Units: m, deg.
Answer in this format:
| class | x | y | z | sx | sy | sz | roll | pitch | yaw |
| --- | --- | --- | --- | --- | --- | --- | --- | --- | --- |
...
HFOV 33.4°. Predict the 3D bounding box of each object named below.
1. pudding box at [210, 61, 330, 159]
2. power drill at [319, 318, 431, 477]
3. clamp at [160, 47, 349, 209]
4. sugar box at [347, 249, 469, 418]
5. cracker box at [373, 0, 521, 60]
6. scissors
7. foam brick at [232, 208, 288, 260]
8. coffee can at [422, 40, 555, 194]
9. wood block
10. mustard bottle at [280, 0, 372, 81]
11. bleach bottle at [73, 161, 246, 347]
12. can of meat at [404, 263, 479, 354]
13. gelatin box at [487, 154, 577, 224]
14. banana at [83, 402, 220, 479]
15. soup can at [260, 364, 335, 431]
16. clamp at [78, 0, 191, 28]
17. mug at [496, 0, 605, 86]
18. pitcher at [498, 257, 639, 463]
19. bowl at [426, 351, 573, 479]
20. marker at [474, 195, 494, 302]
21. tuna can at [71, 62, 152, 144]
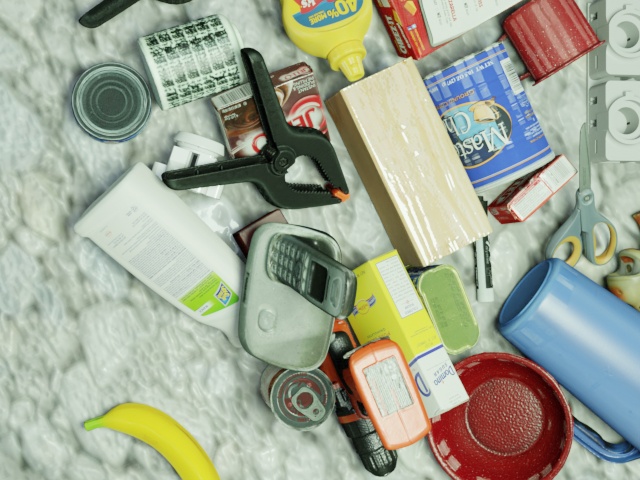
| class | x | y | z | sx | sy | sz | roll | pitch | yaw |
| --- | --- | --- | --- | --- | --- | --- | --- | --- | --- |
| pudding box | -0.052 | -0.131 | 1.148 | 0.113 | 0.039 | 0.090 | -21 | 127 | -7 |
| power drill | 0.053 | 0.170 | 1.113 | 0.057 | 0.188 | 0.184 | -24 | 91 | -15 |
| clamp | -0.045 | -0.099 | 1.124 | 0.209 | 0.036 | 0.165 | 20 | 105 | -35 |
| sugar box | 0.083 | 0.107 | 1.146 | 0.048 | 0.093 | 0.176 | -19 | 80 | -30 |
| cracker box | 0.151 | -0.321 | 1.170 | 0.213 | 0.072 | 0.164 | -31 | 110 | -9 |
| scissors | 0.278 | -0.034 | 1.183 | 0.096 | 0.016 | 0.201 | -31 | 130 | 2 |
| foam brick | -0.058 | 0.001 | 1.148 | 0.053 | 0.078 | 0.051 | -31 | 94 | -8 |
| coffee can | 0.182 | -0.134 | 1.174 | 0.102 | 0.103 | 0.140 | -26 | 94 | -8 |
| wood block | 0.095 | -0.083 | 1.166 | 0.090 | 0.091 | 0.206 | -26 | 94 | -9 |
| mustard bottle | 0.001 | -0.255 | 1.138 | 0.096 | 0.058 | 0.192 | -21 | 76 | -8 |
| bleach bottle | -0.137 | 0.036 | 1.138 | 0.103 | 0.068 | 0.250 | -38 | 105 | 29 |
| can of meat | 0.123 | 0.076 | 1.171 | 0.057 | 0.084 | 0.102 | -23 | 94 | -21 |
| gelatin box | 0.236 | -0.057 | 1.199 | 0.089 | 0.073 | 0.030 | -42 | 96 | -6 |
| banana | -0.160 | 0.237 | 1.157 | 0.198 | 0.037 | 0.070 | 43 | 101 | -6 |
| soup can | -0.027 | 0.162 | 1.142 | 0.068 | 0.102 | 0.068 | 0 | 90 | -10 |
| clamp | -0.185 | -0.282 | 1.144 | 0.171 | 0.039 | 0.120 | 3 | 91 | -10 |
| mug | 0.248 | -0.226 | 1.199 | 0.117 | 0.093 | 0.081 | -31 | 91 | 29 |
| pitcher | 0.316 | 0.137 | 1.194 | 0.243 | 0.145 | 0.149 | 37 | 73 | -4 |
| bowl | 0.201 | 0.201 | 1.186 | 0.162 | 0.055 | 0.162 | 1 | 92 | 18 |
| marker | 0.185 | 0.010 | 1.218 | 0.020 | 0.020 | 0.121 | -4 | 91 | -9 |
| tuna can | -0.223 | -0.147 | 1.142 | 0.086 | 0.034 | 0.086 | 0 | 90 | -9 |
